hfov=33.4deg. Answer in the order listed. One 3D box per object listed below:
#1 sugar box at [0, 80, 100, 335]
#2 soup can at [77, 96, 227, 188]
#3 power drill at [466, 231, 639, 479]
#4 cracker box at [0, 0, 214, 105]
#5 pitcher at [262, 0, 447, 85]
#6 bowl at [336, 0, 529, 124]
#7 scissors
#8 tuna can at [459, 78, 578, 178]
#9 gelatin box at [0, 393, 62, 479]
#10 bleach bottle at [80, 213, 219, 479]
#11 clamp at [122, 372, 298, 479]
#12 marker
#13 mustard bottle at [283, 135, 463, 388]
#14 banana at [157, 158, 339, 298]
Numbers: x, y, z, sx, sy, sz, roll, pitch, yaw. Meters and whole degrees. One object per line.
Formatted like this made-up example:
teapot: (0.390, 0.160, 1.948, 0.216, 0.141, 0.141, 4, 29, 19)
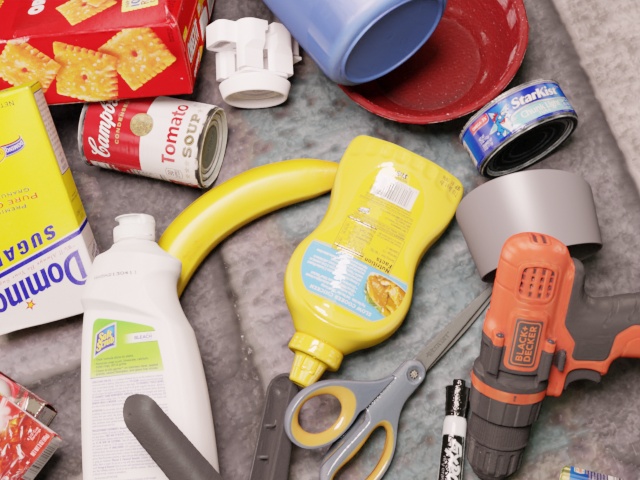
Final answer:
sugar box: (-0.230, -0.023, 0.809, 0.093, 0.048, 0.176, -17, 104, 1)
soup can: (-0.133, -0.083, 0.854, 0.102, 0.068, 0.068, 12, 73, 11)
power drill: (0.198, 0.091, 0.728, 0.187, 0.057, 0.184, 6, 112, -2)
cracker box: (-0.201, -0.180, 0.860, 0.214, 0.072, 0.164, -3, 40, 6)
pitcher: (-0.006, -0.245, 0.802, 0.144, 0.149, 0.243, -28, 71, -22)
bowl: (0.084, -0.156, 0.858, 0.162, 0.055, 0.162, -2, 70, 7)
scissors: (0.047, 0.093, 0.777, 0.096, 0.016, 0.201, 35, 77, -16)
tuna can: (0.150, -0.083, 0.808, 0.086, 0.086, 0.034, -26, 71, -2)
gelatin box: (-0.242, 0.156, 0.763, 0.073, 0.030, 0.089, 33, 75, 11)
bleach bottle: (-0.122, 0.104, 0.770, 0.103, 0.068, 0.251, -7, 77, 11)
clamp: (-0.043, 0.189, 0.727, 0.036, 0.164, 0.210, -25, 82, 35)
marker: (0.094, 0.159, 0.764, 0.020, 0.020, 0.121, 5, 71, 9)
mustard bottle: (0.027, 0.022, 0.800, 0.096, 0.058, 0.191, 26, 76, 3)
banana: (-0.071, -0.010, 0.840, 0.197, 0.037, 0.069, -43, 93, -6)
